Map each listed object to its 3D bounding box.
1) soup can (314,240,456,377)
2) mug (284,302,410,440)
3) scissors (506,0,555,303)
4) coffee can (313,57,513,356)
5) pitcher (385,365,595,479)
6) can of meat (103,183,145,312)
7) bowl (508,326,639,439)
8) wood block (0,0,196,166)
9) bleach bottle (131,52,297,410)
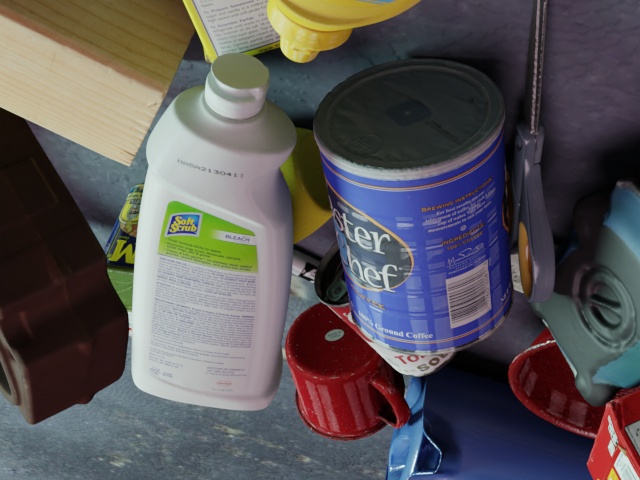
[{"bbox_3d":[0.052,0.046,0.774,0.069,0.068,0.102,-11,138,39],"label":"soup can"},{"bbox_3d":[0.025,0.107,0.855,0.117,0.093,0.081,37,157,35],"label":"mug"},{"bbox_3d":[0.121,-0.038,0.597,0.016,0.096,0.202,-9,149,-3],"label":"scissors"},{"bbox_3d":[0.057,-0.018,0.613,0.103,0.102,0.140,6,134,20],"label":"coffee can"},{"bbox_3d":[0.179,0.189,0.895,0.243,0.149,0.145,15,134,-1],"label":"pitcher"},{"bbox_3d":[-0.106,0.007,0.782,0.102,0.084,0.057,7,147,18],"label":"can of meat"},{"bbox_3d":[0.220,0.089,0.767,0.162,0.055,0.162,13,148,8],"label":"bowl"},{"bbox_3d":[-0.174,-0.137,0.587,0.206,0.090,0.091,25,149,-12],"label":"wood block"},{"bbox_3d":[-0.054,0.001,0.615,0.102,0.068,0.251,9,137,-7],"label":"bleach bottle"}]
